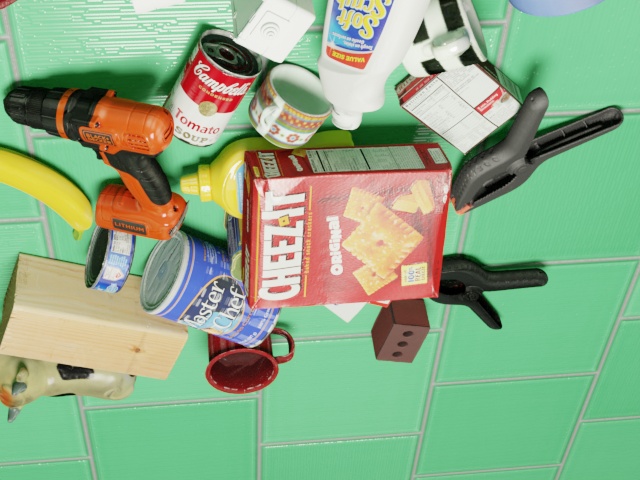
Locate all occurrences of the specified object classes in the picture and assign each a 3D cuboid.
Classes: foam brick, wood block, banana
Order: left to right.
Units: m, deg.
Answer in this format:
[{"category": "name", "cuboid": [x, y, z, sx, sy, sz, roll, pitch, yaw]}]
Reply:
[{"category": "banana", "cuboid": [-0.314, -0.057, 1.160, 0.070, 0.037, 0.197, -33, 132, 22]}, {"category": "wood block", "cuboid": [-0.273, 0.094, 1.288, 0.205, 0.090, 0.091, 13, 132, -21]}, {"category": "foam brick", "cuboid": [0.104, 0.118, 1.403, 0.053, 0.051, 0.078, 6, 135, -15]}]

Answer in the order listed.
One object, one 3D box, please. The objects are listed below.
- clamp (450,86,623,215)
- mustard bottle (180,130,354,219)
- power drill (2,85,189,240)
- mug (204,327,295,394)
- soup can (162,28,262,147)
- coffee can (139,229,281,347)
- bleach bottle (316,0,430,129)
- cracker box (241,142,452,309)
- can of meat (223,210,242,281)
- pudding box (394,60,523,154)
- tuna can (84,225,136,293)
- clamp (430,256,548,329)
[{"category": "clamp", "cuboid": [0.216, -0.098, 1.185, 0.210, 0.036, 0.164, -36, 151, 30]}, {"category": "mustard bottle", "cuboid": [-0.058, -0.068, 1.175, 0.191, 0.058, 0.096, -5, 129, -5]}, {"category": "power drill", "cuboid": [-0.223, -0.082, 1.109, 0.185, 0.057, 0.187, 13, 149, 18]}, {"category": "mug", "cuboid": [-0.091, 0.136, 1.368, 0.117, 0.081, 0.093, -5, 137, -4]}, {"category": "soup can", "cuboid": [-0.111, -0.152, 1.073, 0.068, 0.068, 0.102, 17, 132, -25]}, {"category": "coffee can", "cuboid": [-0.128, 0.058, 1.265, 0.140, 0.103, 0.103, 23, 128, -30]}, {"category": "bleach bottle", "cuboid": [0.053, -0.206, 0.990, 0.068, 0.103, 0.251, -35, 150, -40]}, {"category": "cracker box", "cuboid": [0.026, -0.014, 1.140, 0.213, 0.072, 0.164, -3, 122, -11]}, {"category": "can of meat", "cuboid": [-0.058, 0.002, 1.231, 0.102, 0.084, 0.057, 1, 136, -11]}, {"category": "pudding box", "cuboid": [0.149, -0.153, 1.137, 0.090, 0.039, 0.113, -38, 128, 27]}, {"category": "tuna can", "cuboid": [-0.239, 0.016, 1.215, 0.033, 0.086, 0.086, 14, 132, -25]}, {"category": "clamp", "cuboid": [0.202, 0.055, 1.363, 0.171, 0.039, 0.120, 21, 127, -28]}]
